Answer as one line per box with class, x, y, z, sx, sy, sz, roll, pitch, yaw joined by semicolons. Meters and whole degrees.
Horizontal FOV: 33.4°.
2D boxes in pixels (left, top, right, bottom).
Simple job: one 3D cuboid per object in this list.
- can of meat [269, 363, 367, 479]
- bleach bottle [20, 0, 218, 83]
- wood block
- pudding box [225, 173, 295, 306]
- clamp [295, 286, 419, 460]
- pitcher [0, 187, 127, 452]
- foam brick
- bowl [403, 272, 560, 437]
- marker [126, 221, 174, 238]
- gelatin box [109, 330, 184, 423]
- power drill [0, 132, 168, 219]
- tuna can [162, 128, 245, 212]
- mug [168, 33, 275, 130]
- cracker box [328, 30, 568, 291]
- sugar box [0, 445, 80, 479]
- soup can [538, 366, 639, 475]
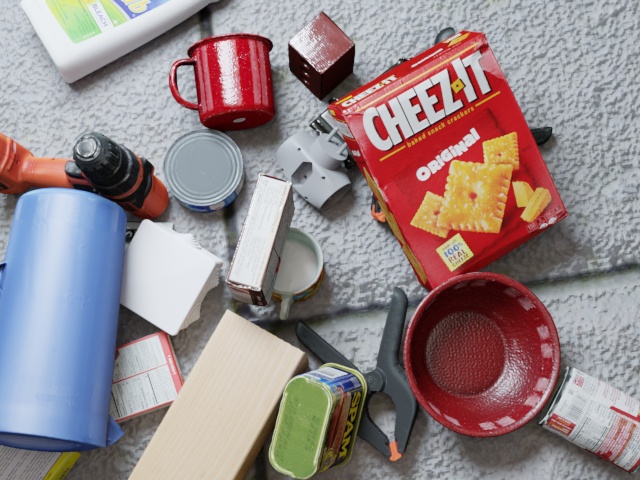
can of meat;-0.003;0.175;1.035;0.057;0.083;0.102;16;96;23
bleach bottle;-0.195;-0.276;1.179;0.250;0.068;0.102;-31;78;-8
wood block;-0.101;0.184;1.051;0.091;0.090;0.206;28;80;8
pudding box;-0.057;0.001;1.038;0.039;0.090;0.113;13;77;5
clamp;0.060;0.133;1.080;0.120;0.039;0.171;-29;81;13
pitcher;-0.263;0.076;1.015;0.145;0.149;0.243;-1;72;17
foam brick;0.001;-0.196;1.144;0.051;0.078;0.053;-42;79;-9
bowl;0.154;0.114;1.066;0.162;0.055;0.162;1;84;-11
marker;-0.216;-0.012;1.137;0.121;0.020;0.020;3;77;3
gelatin box;-0.188;0.142;1.094;0.089;0.030;0.073;-20;78;-3
power drill;-0.262;-0.074;1.080;0.188;0.184;0.057;11;77;14
tuna can;-0.124;-0.074;1.141;0.086;0.034;0.086;0;77;2
mug;-0.103;-0.165;1.130;0.117;0.093;0.081;-3;80;-24
cracker box;0.131;-0.078;1.071;0.164;0.072;0.213;-30;107;-5
sugar box;-0.341;0.201;1.077;0.176;0.048;0.093;34;78;12
soup can;0.275;0.177;1.051;0.102;0.068;0.068;27;79;8
